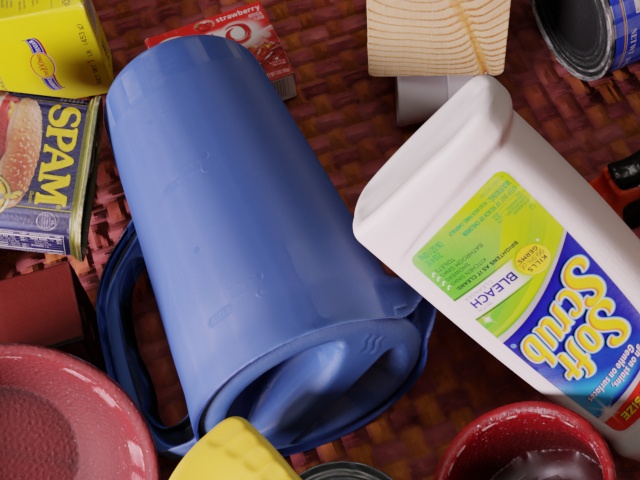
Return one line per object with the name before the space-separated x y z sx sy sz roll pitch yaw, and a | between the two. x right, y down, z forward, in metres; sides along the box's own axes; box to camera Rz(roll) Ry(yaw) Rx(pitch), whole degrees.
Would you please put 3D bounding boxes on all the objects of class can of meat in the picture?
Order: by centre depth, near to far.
can of meat | -0.182 -0.043 0.656 0.084 0.057 0.102 6 66 -7

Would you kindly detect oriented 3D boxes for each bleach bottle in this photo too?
bleach bottle | 0.139 0.035 0.538 0.250 0.103 0.068 39 26 -13

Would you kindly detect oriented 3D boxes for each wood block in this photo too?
wood block | 0.077 -0.210 0.727 0.090 0.091 0.206 0 45 4

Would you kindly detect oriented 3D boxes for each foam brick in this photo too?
foam brick | -0.157 0.058 0.620 0.051 0.078 0.053 -16 62 -6

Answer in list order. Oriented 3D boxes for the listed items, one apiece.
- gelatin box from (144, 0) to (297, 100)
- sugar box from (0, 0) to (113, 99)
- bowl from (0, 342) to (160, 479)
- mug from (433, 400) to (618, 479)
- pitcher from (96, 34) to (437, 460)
gelatin box | -0.070 -0.122 0.747 0.089 0.030 0.073 -20 60 -8
sugar box | -0.237 -0.127 0.726 0.176 0.093 0.048 -13 59 -3
bowl | -0.169 0.127 0.564 0.162 0.055 0.162 -3 100 -18
mug | 0.124 0.139 0.529 0.117 0.081 0.093 -7 51 31
pitcher | -0.054 0.001 0.624 0.149 0.145 0.243 -6 52 -28
